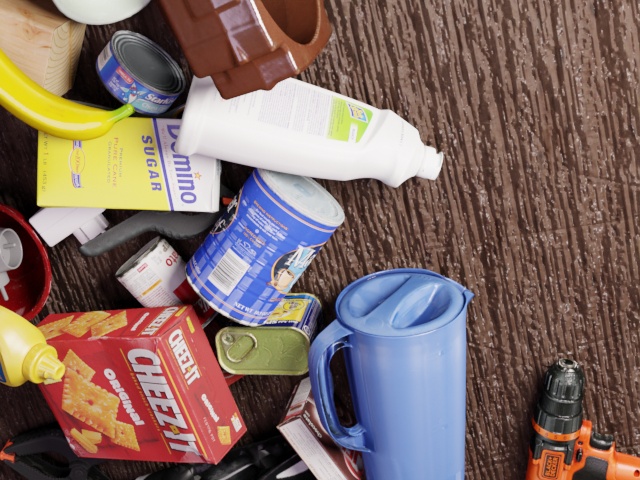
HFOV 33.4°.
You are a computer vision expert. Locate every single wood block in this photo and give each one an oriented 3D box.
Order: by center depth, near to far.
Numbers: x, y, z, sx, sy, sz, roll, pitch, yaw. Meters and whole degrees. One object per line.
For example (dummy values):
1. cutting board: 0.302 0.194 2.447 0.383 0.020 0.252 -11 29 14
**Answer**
1. wood block: -0.349 -0.215 1.059 0.206 0.090 0.091 20 118 2

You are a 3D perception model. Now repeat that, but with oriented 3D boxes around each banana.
1. banana: -0.273 -0.147 1.006 0.197 0.037 0.070 30 101 -4

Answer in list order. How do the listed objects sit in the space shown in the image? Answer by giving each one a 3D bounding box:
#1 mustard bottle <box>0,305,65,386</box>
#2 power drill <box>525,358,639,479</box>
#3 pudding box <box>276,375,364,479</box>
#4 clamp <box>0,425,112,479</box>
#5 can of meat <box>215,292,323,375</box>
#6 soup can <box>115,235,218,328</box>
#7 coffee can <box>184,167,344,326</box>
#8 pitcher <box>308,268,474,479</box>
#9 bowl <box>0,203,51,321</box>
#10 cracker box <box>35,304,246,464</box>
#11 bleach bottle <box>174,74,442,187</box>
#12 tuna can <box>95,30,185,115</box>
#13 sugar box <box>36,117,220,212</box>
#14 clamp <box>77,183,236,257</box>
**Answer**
1. mustard bottle: -0.351 0.106 1.134 0.192 0.058 0.096 19 133 22
2. power drill: 0.318 0.216 1.135 0.188 0.057 0.184 9 120 11
3. pudding box: 0.006 0.216 1.184 0.039 0.090 0.113 -32 104 24
4. clamp: -0.283 0.267 1.302 0.210 0.036 0.165 17 116 0
5. can of meat: -0.052 0.098 1.144 0.102 0.084 0.057 -1 115 13
6. soup can: -0.165 0.054 1.158 0.069 0.068 0.102 -35 103 24
7. coffee can: -0.057 0.001 1.077 0.103 0.102 0.140 35 108 -5
8. pitcher: 0.083 0.164 1.119 0.149 0.144 0.243 3 118 18
9. bowl: -0.366 0.016 1.191 0.162 0.055 0.162 5 116 10
10. cracker box: -0.207 0.159 1.160 0.214 0.072 0.164 -5 117 34
11. bleach bottle: -0.006 -0.099 1.018 0.250 0.102 0.068 16 146 -9
12. tuna can: -0.177 -0.164 1.047 0.086 0.086 0.034 41 118 -8
13. sugar box: -0.189 -0.076 1.059 0.176 0.048 0.093 1 92 3
14. clamp: -0.171 -0.051 1.107 0.171 0.039 0.120 -7 91 -12
